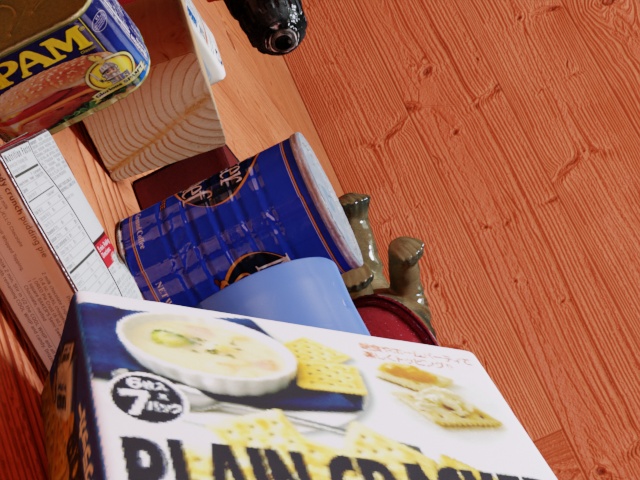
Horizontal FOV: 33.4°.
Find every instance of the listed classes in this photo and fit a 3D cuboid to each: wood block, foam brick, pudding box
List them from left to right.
[{"bbox_3d":[-0.136,0.005,0.533,0.113,0.039,0.090,61,7,-11],"label":"pudding box"},{"bbox_3d":[-0.143,-0.155,0.814,0.090,0.091,0.206,73,-2,-48],"label":"wood block"},{"bbox_3d":[-0.096,-0.033,0.830,0.051,0.078,0.053,65,6,21],"label":"foam brick"}]

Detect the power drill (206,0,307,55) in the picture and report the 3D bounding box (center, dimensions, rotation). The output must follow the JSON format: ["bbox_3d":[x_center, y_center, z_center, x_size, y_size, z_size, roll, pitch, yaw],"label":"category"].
[{"bbox_3d":[-0.111,-0.168,0.715,0.184,0.187,0.057,-111,-168,-46],"label":"power drill"}]

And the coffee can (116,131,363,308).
[{"bbox_3d":[-0.055,0.001,0.741,0.103,0.140,0.103,63,7,-13],"label":"coffee can"}]

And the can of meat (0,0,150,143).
[{"bbox_3d":[-0.149,-0.101,0.557,0.084,0.102,0.057,55,10,-66],"label":"can of meat"}]
